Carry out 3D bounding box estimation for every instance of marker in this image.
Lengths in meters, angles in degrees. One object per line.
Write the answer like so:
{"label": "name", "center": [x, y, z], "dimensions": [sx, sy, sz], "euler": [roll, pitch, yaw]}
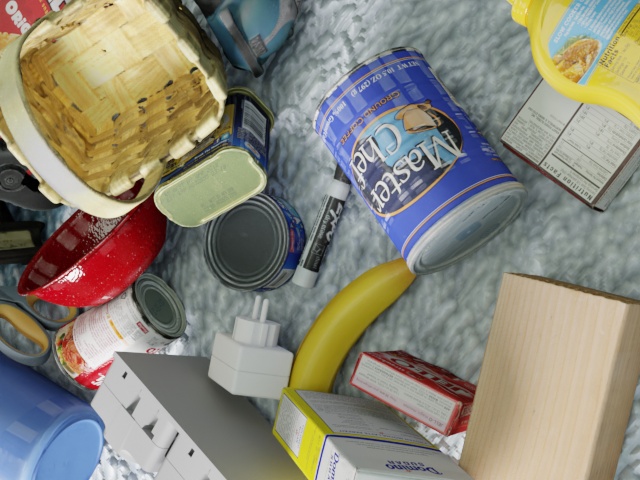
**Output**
{"label": "marker", "center": [0.006, -0.019, 0.882], "dimensions": [0.020, 0.020, 0.121], "euler": [24, 98, 28]}

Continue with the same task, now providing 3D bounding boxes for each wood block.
{"label": "wood block", "center": [0.159, 0.133, 0.746], "dimensions": [0.091, 0.090, 0.206], "euler": [14, 93, 29]}

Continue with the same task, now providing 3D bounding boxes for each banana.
{"label": "banana", "center": [0.015, 0.096, 0.861], "dimensions": [0.069, 0.037, 0.198], "euler": [19, 99, -1]}

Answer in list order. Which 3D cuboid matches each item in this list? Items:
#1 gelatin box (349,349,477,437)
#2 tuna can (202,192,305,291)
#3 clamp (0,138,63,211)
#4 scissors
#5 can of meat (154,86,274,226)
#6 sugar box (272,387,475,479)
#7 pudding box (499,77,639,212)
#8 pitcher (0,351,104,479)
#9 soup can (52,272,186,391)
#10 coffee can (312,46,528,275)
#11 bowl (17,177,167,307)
{"label": "gelatin box", "center": [0.077, 0.112, 0.801], "dimensions": [0.089, 0.073, 0.030], "euler": [24, 98, 28]}
{"label": "tuna can", "center": [-0.056, 0.001, 0.905], "dimensions": [0.086, 0.033, 0.086], "euler": [-3, 85, 29]}
{"label": "clamp", "center": [-0.288, -0.072, 0.972], "dimensions": [0.039, 0.171, 0.120], "euler": [-108, 18, -45]}
{"label": "scissors", "center": [-0.306, 0.039, 1.006], "dimensions": [0.202, 0.096, 0.016], "euler": [44, 136, 22]}
{"label": "can of meat", "center": [-0.089, -0.068, 0.894], "dimensions": [0.102, 0.057, 0.084], "euler": [-29, 36, 23]}
{"label": "sugar box", "center": [0.034, 0.155, 0.759], "dimensions": [0.176, 0.093, 0.048], "euler": [-145, 67, -70]}
{"label": "pudding box", "center": [0.199, -0.091, 0.772], "dimensions": [0.090, 0.039, 0.113], "euler": [41, 106, 24]}
{"label": "pitcher", "center": [-0.326, 0.166, 0.991], "dimensions": [0.243, 0.144, 0.149], "euler": [22, 139, 25]}
{"label": "soup can", "center": [-0.178, 0.081, 0.946], "dimensions": [0.102, 0.068, 0.068], "euler": [-33, 71, 22]}
{"label": "coffee can", "center": [0.073, -0.059, 0.801], "dimensions": [0.103, 0.102, 0.140], "euler": [-41, 68, 20]}
{"label": "bowl", "center": [-0.188, 0.006, 0.936], "dimensions": [0.162, 0.162, 0.055], "euler": [-32, 112, 23]}
